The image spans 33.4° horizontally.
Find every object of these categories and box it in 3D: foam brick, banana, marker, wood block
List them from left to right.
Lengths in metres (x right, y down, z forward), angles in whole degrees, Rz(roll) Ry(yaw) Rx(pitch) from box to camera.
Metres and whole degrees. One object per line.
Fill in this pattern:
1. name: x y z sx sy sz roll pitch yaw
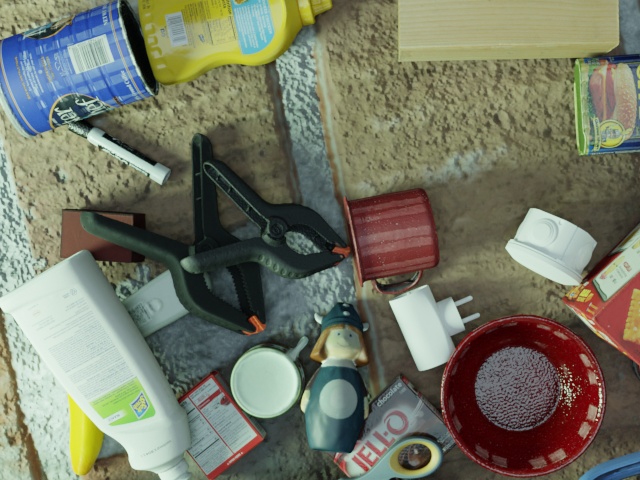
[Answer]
1. banana: -0.262 0.145 1.119 0.070 0.037 0.198 -23 88 22
2. foam brick: -0.224 -0.005 1.102 0.078 0.053 0.051 4 91 4
3. marker: -0.212 -0.096 1.116 0.121 0.020 0.020 30 93 3
4. wood block: 0.179 -0.228 1.047 0.206 0.090 0.091 -1 91 4

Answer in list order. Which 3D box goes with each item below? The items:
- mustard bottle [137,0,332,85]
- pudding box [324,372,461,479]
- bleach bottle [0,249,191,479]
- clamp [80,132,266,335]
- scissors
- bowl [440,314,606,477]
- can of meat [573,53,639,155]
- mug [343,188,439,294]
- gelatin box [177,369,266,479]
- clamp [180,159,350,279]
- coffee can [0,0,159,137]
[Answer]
1. mustard bottle: -0.083 -0.224 1.083 0.191 0.058 0.096 -12 89 5
2. pudding box: 0.073 0.205 1.089 0.113 0.039 0.090 -45 88 4
3. bleach bottle: -0.211 0.139 1.066 0.103 0.068 0.251 -28 97 13
4. clamp: -0.119 0.003 1.086 0.210 0.036 0.164 49 62 -11
5. scissors: 0.036 0.230 1.067 0.202 0.016 0.096 12 93 5
6. bowl: 0.200 0.152 1.070 0.162 0.055 0.162 0 91 4
7. can of meat: 0.297 -0.135 1.057 0.084 0.057 0.102 -3 91 7
8. mug: 0.073 0.004 1.068 0.081 0.093 0.117 -11 120 0
9. gelatin box: -0.111 0.191 1.109 0.073 0.030 0.089 -39 88 6
10. clamp: -0.057 0.001 1.071 0.171 0.039 0.120 24 73 -9
11. coffee can: -0.247 -0.173 1.075 0.140 0.103 0.103 -18 90 4
